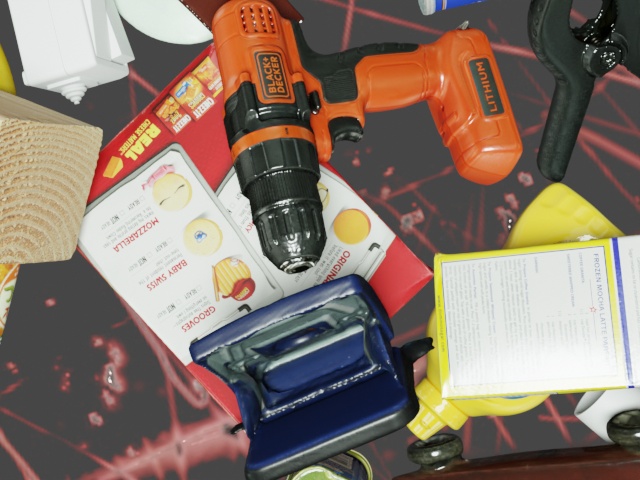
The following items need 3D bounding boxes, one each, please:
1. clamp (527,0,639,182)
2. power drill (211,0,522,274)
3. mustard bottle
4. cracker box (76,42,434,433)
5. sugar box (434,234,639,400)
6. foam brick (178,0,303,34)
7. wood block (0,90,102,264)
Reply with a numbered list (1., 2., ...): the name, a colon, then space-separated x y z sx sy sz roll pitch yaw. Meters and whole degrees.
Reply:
1. clamp: 0.189 -0.124 0.691 0.120 0.039 0.171 -22 130 -6
2. power drill: 0.031 -0.071 0.675 0.187 0.057 0.184 -3 68 -24
3. mustard bottle: 0.128 0.060 0.720 0.096 0.058 0.191 43 93 5
4. cracker box: -0.055 0.001 0.729 0.164 0.072 0.214 -44 88 4
5. sugar box: 0.161 0.047 0.657 0.176 0.048 0.093 -5 80 13
6. foam brick: -0.059 -0.162 0.726 0.053 0.051 0.078 -46 110 3
7. wood block: -0.254 -0.061 0.692 0.206 0.090 0.091 21 102 28
